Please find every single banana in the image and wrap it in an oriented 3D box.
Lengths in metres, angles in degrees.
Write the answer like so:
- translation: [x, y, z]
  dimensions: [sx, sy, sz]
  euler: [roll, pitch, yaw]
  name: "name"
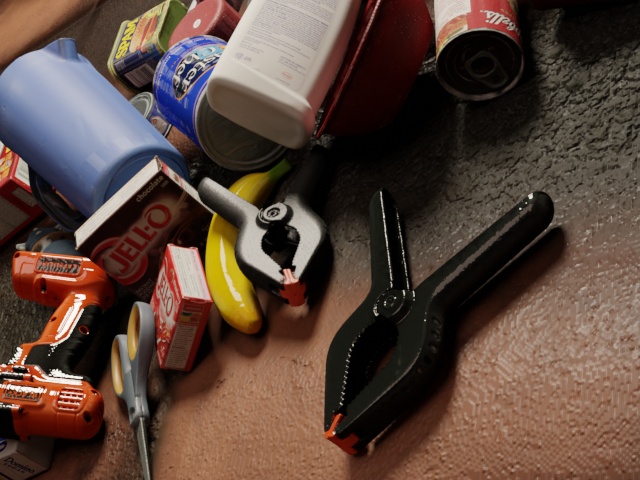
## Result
- translation: [-0.070, 0.005, 0.926]
  dimensions: [0.070, 0.037, 0.197]
  euler: [-25, 40, 33]
  name: "banana"

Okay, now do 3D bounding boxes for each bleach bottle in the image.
- translation: [-0.005, -0.209, 0.953]
  dimensions: [0.250, 0.102, 0.068]
  euler: [-63, -3, -23]
  name: "bleach bottle"

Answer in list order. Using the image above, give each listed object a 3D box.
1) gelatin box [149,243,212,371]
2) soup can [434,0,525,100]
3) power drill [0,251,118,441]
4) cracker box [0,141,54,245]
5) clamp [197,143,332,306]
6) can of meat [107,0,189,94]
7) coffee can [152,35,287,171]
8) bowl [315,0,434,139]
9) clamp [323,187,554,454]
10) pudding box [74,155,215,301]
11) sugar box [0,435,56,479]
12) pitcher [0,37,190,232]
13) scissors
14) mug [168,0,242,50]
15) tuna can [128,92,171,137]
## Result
- translation: [-0.122, 0.056, 0.913]
  dimensions: [0.089, 0.030, 0.073]
  euler: [-117, 42, -55]
  name: "gelatin box"
- translation: [0.124, -0.169, 0.847]
  dimensions: [0.069, 0.068, 0.102]
  euler: [-28, 38, 30]
  name: "soup can"
- translation: [-0.274, 0.096, 0.984]
  dimensions: [0.184, 0.057, 0.187]
  euler: [7, 48, 3]
  name: "power drill"
- translation: [-0.430, -0.054, 1.375]
  dimensions: [0.214, 0.072, 0.164]
  euler: [-35, 35, 22]
  name: "cracker box"
- translation: [-0.046, -0.012, 0.888]
  dimensions: [0.120, 0.039, 0.171]
  euler: [-15, 40, 11]
  name: "clamp"
- translation: [-0.206, -0.241, 1.316]
  dimensions: [0.084, 0.057, 0.102]
  euler: [-20, 43, 33]
  name: "can of meat"
- translation: [-0.094, -0.136, 1.035]
  dimensions: [0.103, 0.102, 0.140]
  euler: [-49, 33, -1]
  name: "coffee can"
- translation: [0.051, -0.148, 0.887]
  dimensions: [0.162, 0.055, 0.162]
  euler: [-158, 91, -85]
  name: "bowl"
- translation: [0.053, 0.046, 0.741]
  dimensions: [0.165, 0.036, 0.210]
  euler: [14, 68, 54]
  name: "clamp"
- translation: [-0.159, -0.010, 0.996]
  dimensions: [0.113, 0.090, 0.039]
  euler: [-43, 33, 8]
  name: "pudding box"
- translation: [-0.323, 0.199, 1.019]
  dimensions: [0.176, 0.048, 0.093]
  euler: [-30, 37, 28]
  name: "sugar box"
- translation: [-0.241, -0.090, 1.117]
  dimensions: [0.145, 0.149, 0.243]
  euler: [-40, 47, -11]
  name: "pitcher"
- translation: [-0.147, 0.125, 0.885]
  dimensions: [0.202, 0.016, 0.096]
  euler: [53, 129, 57]
  name: "scissors"
- translation: [-0.114, -0.195, 1.138]
  dimensions: [0.117, 0.081, 0.093]
  euler: [-54, 33, -7]
  name: "mug"
- translation: [-0.211, -0.128, 1.227]
  dimensions: [0.086, 0.033, 0.086]
  euler: [-30, 37, 26]
  name: "tuna can"
